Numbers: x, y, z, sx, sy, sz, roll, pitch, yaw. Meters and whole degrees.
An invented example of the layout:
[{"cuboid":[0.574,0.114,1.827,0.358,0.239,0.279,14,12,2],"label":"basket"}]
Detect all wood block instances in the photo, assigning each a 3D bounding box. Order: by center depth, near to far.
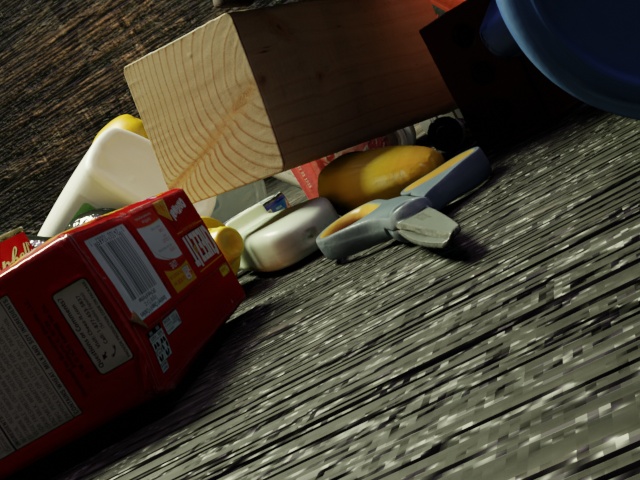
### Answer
[{"cuboid":[-0.007,-0.095,0.665,0.091,0.090,0.205,-16,6,38],"label":"wood block"}]

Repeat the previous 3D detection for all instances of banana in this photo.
[{"cuboid":[0.030,-0.038,0.621,0.069,0.037,0.198,-30,5,4],"label":"banana"}]

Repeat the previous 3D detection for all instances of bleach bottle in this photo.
[{"cuboid":[-0.179,0.022,0.848,0.251,0.102,0.068,-49,15,43],"label":"bleach bottle"}]

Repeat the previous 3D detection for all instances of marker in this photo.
[{"cuboid":[0.077,-0.061,0.615,0.020,0.020,0.121,-29,0,13],"label":"marker"}]

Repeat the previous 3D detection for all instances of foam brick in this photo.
[{"cuboid":[0.100,-0.097,0.568,0.051,0.078,0.053,-32,5,-37],"label":"foam brick"}]

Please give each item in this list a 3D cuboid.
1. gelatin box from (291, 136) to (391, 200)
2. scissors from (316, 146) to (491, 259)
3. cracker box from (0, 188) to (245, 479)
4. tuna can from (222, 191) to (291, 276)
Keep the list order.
[{"cuboid":[0.013,-0.067,0.787,0.030,0.073,0.089,-26,7,42],"label":"gelatin box"},{"cuboid":[0.051,-0.018,0.432,0.096,0.016,0.202,-32,6,-15],"label":"scissors"},{"cuboid":[-0.148,0.065,0.451,0.214,0.072,0.164,-30,5,9],"label":"cracker box"},{"cuboid":[-0.055,0.001,0.737,0.086,0.034,0.086,-30,5,3],"label":"tuna can"}]
